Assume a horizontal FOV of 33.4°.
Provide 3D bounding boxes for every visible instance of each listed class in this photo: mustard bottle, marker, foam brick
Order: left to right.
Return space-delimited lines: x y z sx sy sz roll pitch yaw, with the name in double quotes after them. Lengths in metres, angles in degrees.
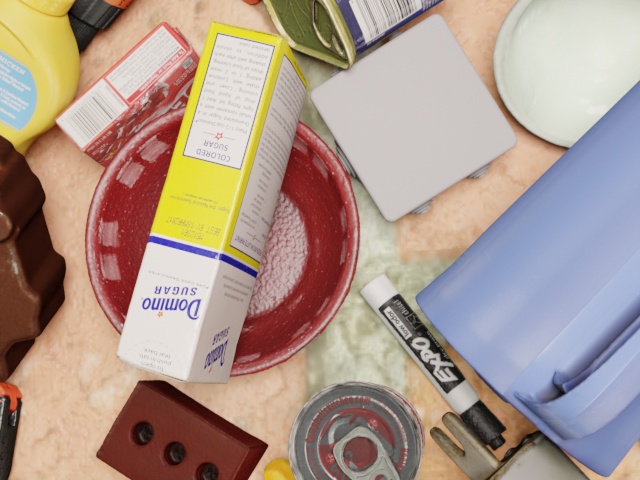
-0.196 -0.093 0.625 0.096 0.058 0.192 38 114 0 "mustard bottle"
-0.079 0.123 0.622 0.078 0.051 0.053 29 87 10 "foam brick"
0.067 0.072 0.626 0.020 0.020 0.121 -38 80 1 "marker"

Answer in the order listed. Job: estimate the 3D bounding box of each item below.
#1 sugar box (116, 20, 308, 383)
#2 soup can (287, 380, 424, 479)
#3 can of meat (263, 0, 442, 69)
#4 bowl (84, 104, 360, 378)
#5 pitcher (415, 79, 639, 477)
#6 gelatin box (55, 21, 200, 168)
-0.054 -0.015 0.559 0.048 0.093 0.176 17 84 10 "sugar box"
0.023 0.111 0.584 0.068 0.102 0.068 -1 82 7 "soup can"
0.021 -0.150 0.618 0.084 0.102 0.057 -34 119 -12 "can of meat"
-0.054 0.001 0.633 0.162 0.055 0.162 -1 82 7 "bowl"
0.174 -0.008 0.527 0.243 0.144 0.149 -48 48 8 "pitcher"
-0.106 -0.082 0.642 0.089 0.073 0.030 -42 78 0 "gelatin box"
